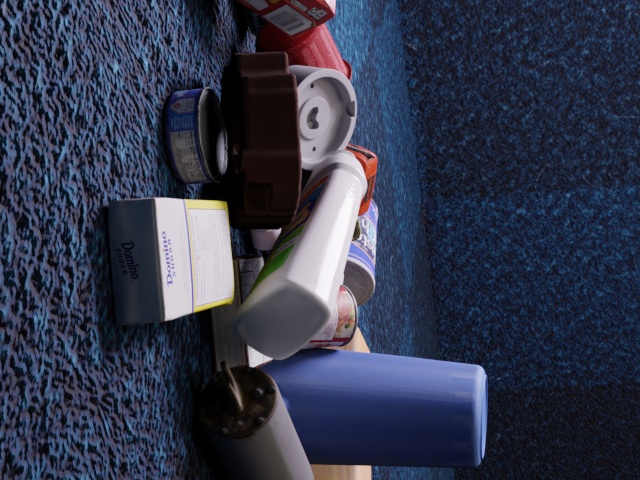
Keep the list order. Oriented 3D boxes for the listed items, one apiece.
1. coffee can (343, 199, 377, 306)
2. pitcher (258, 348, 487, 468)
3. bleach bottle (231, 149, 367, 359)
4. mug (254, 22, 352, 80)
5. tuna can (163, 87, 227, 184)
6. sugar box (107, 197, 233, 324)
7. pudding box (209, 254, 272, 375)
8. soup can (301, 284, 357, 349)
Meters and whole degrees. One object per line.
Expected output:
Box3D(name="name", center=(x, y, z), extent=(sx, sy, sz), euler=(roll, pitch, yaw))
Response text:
Box3D(name="coffee can", center=(0.024, 0.010, 1.442), extent=(0.140, 0.103, 0.103), euler=(-84, 165, -45))
Box3D(name="pitcher", center=(0.057, 0.181, 1.158), extent=(0.149, 0.243, 0.145), euler=(-74, 162, -47))
Box3D(name="bleach bottle", center=(-0.008, -0.004, 1.045), extent=(0.068, 0.103, 0.250), euler=(37, 38, -14))
Box3D(name="mug", center=(-0.028, -0.194, 1.185), extent=(0.117, 0.093, 0.081), euler=(-56, 138, -26))
Box3D(name="tuna can", center=(-0.111, -0.093, 0.958), extent=(0.086, 0.034, 0.086), euler=(-5, 90, -79))
Box3D(name="sugar box", center=(-0.117, 0.013, 0.858), extent=(0.176, 0.048, 0.093), euler=(-2, 88, -76))
Box3D(name="pudding box", center=(-0.079, 0.071, 1.044), extent=(0.090, 0.039, 0.113), euler=(0, 83, -77))
Box3D(name="soup can", center=(-0.021, 0.081, 1.132), extent=(0.069, 0.102, 0.068), euler=(-1, -92, 57))
